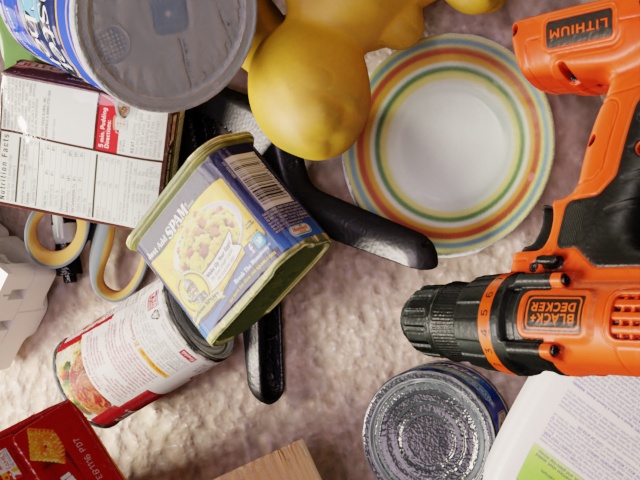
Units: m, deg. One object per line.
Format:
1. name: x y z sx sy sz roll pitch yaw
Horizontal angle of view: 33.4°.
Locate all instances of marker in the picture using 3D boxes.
1. marker: -0.183 -0.030 0.755 0.020 0.020 0.121 -7 88 24

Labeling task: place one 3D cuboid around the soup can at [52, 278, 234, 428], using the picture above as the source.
1. soup can: -0.116 0.071 0.700 0.102 0.068 0.068 -32 78 21

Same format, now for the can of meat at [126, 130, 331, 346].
1. can of meat: -0.054 0.001 0.633 0.084 0.057 0.102 51 122 14

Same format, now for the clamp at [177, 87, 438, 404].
1. clamp: -0.026 -0.022 0.667 0.165 0.036 0.210 -35 75 33

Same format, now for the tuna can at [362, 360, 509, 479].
1. tuna can: 0.069 0.116 0.635 0.086 0.033 0.086 1 91 25

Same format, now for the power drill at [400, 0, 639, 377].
1. power drill: 0.123 -0.023 0.543 0.185 0.057 0.187 -2 74 49

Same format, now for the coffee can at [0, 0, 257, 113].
1. coffee can: -0.113 -0.136 0.598 0.140 0.102 0.103 30 105 53

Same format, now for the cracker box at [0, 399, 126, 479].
1. cracker box: -0.150 0.214 0.660 0.164 0.072 0.214 52 147 15

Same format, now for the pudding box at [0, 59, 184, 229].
1. pudding box: -0.147 -0.059 0.678 0.113 0.039 0.090 12 114 3

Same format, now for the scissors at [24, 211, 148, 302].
1. scissors: -0.149 -0.056 0.711 0.096 0.016 0.202 6 107 2
